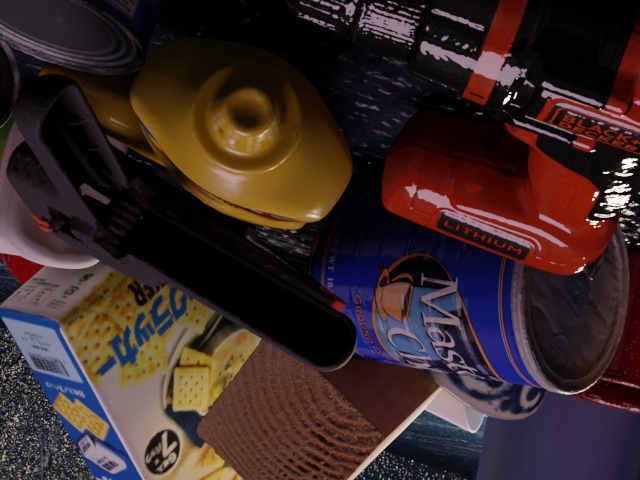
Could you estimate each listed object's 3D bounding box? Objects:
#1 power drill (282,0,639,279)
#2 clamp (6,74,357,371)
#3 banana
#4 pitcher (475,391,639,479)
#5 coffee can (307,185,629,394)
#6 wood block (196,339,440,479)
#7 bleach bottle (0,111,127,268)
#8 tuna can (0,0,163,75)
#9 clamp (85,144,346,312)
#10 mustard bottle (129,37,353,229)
[{"bbox_3d":[0.068,-0.047,0.402,0.184,0.057,0.188,21,168,4],"label":"power drill"},{"bbox_3d":[-0.093,-0.016,0.464,0.164,0.036,0.210,45,163,-33],"label":"clamp"},{"bbox_3d":[-0.068,-0.048,0.604,0.070,0.037,0.197,5,163,38],"label":"banana"},{"bbox_3d":[0.184,0.179,0.781,0.145,0.243,0.149,15,173,-11],"label":"pitcher"},{"bbox_3d":[0.078,0.022,0.574,0.141,0.103,0.102,3,162,44],"label":"coffee can"},{"bbox_3d":[0.023,0.090,0.697,0.090,0.091,0.205,43,-154,12],"label":"wood block"},{"bbox_3d":[-0.221,-0.036,0.687,0.068,0.102,0.251,20,167,-41],"label":"bleach bottle"},{"bbox_3d":[-0.108,-0.102,0.436,0.086,0.033,0.086,15,167,4],"label":"tuna can"},{"bbox_3d":[-0.054,0.001,0.581,0.172,0.039,0.120,37,-171,20],"label":"clamp"},{"bbox_3d":[-0.034,-0.044,0.452,0.096,0.058,0.192,35,176,-5],"label":"mustard bottle"}]
